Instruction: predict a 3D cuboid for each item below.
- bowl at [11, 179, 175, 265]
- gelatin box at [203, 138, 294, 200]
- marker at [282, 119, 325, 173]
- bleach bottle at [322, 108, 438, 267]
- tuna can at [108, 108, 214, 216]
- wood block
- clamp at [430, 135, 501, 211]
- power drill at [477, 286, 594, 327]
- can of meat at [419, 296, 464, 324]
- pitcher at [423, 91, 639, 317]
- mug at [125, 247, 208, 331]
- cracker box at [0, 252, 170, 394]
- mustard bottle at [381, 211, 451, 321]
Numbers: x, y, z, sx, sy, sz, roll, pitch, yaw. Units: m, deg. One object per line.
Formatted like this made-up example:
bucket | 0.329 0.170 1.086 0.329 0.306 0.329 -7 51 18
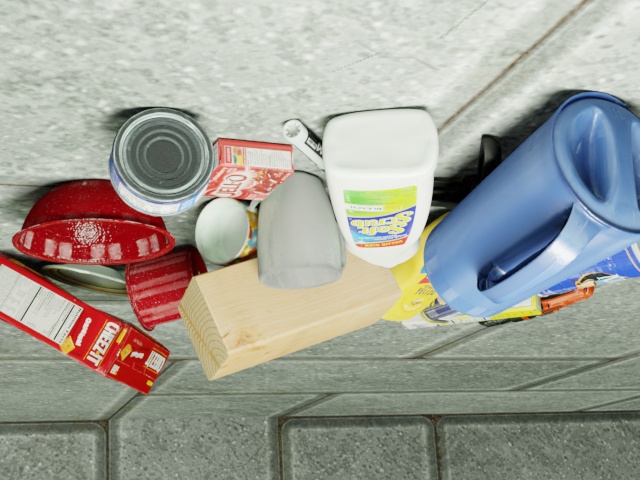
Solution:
bowl | -0.227 -0.021 1.077 0.162 0.055 0.162 -3 164 -1
gelatin box | -0.074 -0.064 1.000 0.073 0.030 0.089 4 163 -24
marker | -0.005 -0.081 0.974 0.020 0.020 0.121 -8 164 17
bleach bottle | 0.064 -0.034 1.009 0.102 0.068 0.251 -2 157 8
tuna can | -0.131 -0.065 0.883 0.086 0.086 0.034 1 162 -15
wood block | -0.032 0.064 1.124 0.205 0.091 0.090 -17 162 -26
clamp | 0.165 -0.051 1.082 0.209 0.036 0.165 15 157 -38
power drill | 0.269 0.073 1.495 0.185 0.057 0.187 -23 159 29
can of meat | 0.164 0.045 1.309 0.057 0.102 0.084 8 159 -36
pitcher | 0.191 -0.012 0.961 0.149 0.145 0.243 -3 157 -29
mug | -0.181 0.052 1.307 0.081 0.093 0.117 -15 -164 8
cracker box | -0.304 0.099 1.293 0.214 0.072 0.164 26 170 15
mustard bottle | 0.135 0.019 1.225 0.096 0.058 0.192 7 139 -42
